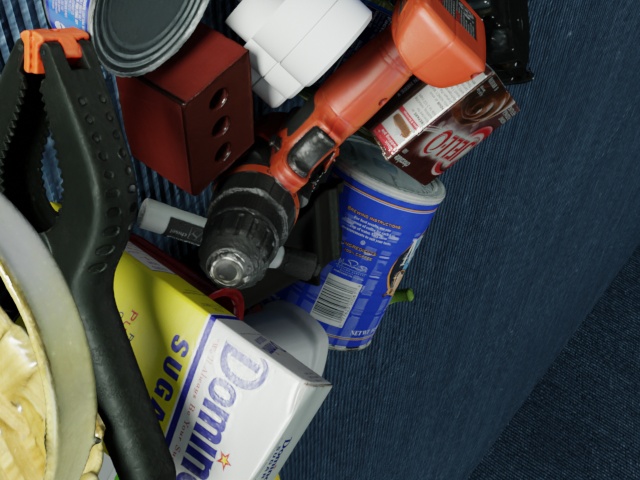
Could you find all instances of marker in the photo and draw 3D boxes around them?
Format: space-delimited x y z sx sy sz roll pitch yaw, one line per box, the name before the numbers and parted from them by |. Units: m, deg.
marker | -0.054 0.001 0.663 0.020 0.121 0.020 -49 -150 43

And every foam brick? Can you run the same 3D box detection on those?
foam brick | -0.073 -0.073 0.581 0.053 0.051 0.078 -47 158 -27

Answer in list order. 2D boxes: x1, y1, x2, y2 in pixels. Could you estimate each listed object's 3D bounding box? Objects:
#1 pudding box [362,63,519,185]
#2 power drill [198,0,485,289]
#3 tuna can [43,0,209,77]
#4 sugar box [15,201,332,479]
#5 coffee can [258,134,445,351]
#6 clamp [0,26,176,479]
pudding box | 0.085 -0.086 0.739 0.090 0.039 0.113 -40 161 11
power drill | 0.008 -0.067 0.616 0.188 0.057 0.184 -39 -161 25
tuna can | -0.088 -0.122 0.499 0.086 0.034 0.086 -47 157 -27
sugar box | -0.092 0.064 0.557 0.093 0.176 0.048 -59 160 4
coffee can | 0.022 0.001 0.837 0.102 0.103 0.140 -18 136 -60
clamp | -0.133 0.007 0.496 0.036 0.165 0.210 -19 115 -52
